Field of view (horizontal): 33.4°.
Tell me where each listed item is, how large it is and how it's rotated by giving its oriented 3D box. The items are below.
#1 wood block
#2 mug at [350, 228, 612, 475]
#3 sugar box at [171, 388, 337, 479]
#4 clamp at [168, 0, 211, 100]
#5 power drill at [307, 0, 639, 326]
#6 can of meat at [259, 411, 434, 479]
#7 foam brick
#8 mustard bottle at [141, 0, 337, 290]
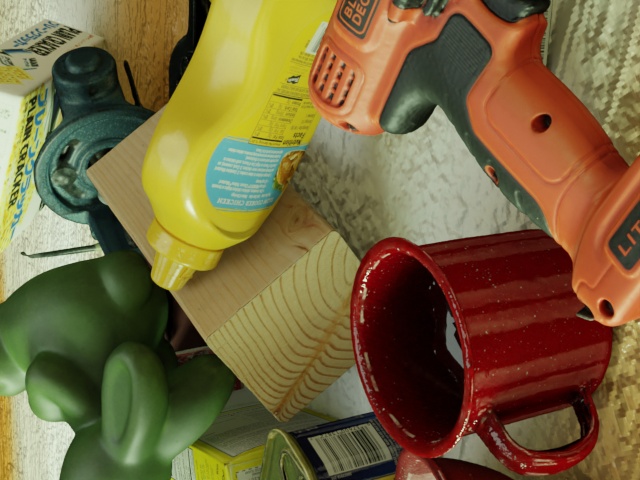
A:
[{"bbox_3d":[-0.054,0.001,0.650,0.206,0.091,0.090,45,173,49],"label":"wood block"},{"bbox_3d":[0.075,0.047,0.455,0.117,0.081,0.093,58,145,37],"label":"mug"},{"bbox_3d":[-0.051,0.140,0.717,0.176,0.093,0.048,-3,96,64],"label":"sugar box"},{"bbox_3d":[-0.073,-0.114,0.742,0.172,0.039,0.120,111,145,-54],"label":"clamp"},{"bbox_3d":[0.084,-0.077,0.385,0.188,0.057,0.185,48,135,27],"label":"power drill"},{"bbox_3d":[0.014,0.145,0.601,0.057,0.083,0.102,51,141,45],"label":"can of meat"},{"bbox_3d":[-0.082,0.039,0.762,0.053,0.078,0.051,48,138,44],"label":"foam brick"},{"bbox_3d":[-0.040,-0.058,0.541,0.058,0.096,0.192,35,109,23],"label":"mustard bottle"}]
